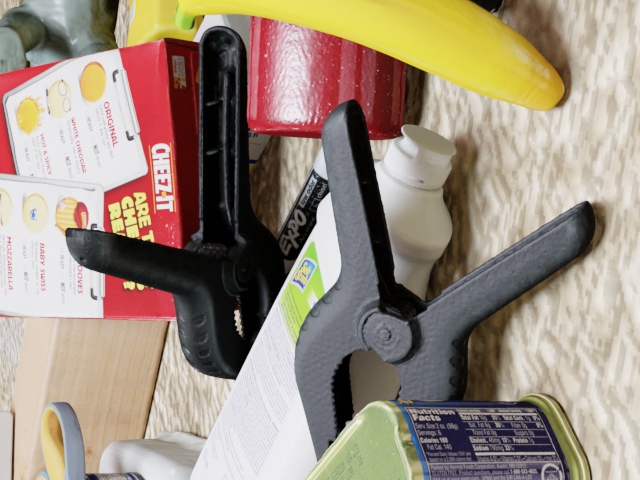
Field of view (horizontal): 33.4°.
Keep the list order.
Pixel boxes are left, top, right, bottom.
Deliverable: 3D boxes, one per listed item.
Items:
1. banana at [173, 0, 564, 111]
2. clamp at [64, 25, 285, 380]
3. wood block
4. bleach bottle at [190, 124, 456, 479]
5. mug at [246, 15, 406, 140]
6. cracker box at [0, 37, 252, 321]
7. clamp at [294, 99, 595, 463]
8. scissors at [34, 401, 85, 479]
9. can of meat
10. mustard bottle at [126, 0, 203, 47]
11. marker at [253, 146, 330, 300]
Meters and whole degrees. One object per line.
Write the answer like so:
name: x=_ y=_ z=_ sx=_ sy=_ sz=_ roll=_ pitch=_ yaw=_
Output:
banana: x=0.010 y=-0.102 z=0.467 sx=0.198 sy=0.069 sz=0.037 roll=19 pitch=82 yaw=23
clamp: x=-0.054 y=0.001 z=0.585 sx=0.036 sy=0.210 sz=0.164 roll=7 pitch=55 yaw=25
wood block: x=-0.188 y=0.105 z=0.854 sx=0.091 sy=0.090 sz=0.206 roll=37 pitch=117 yaw=57
bleach bottle: x=0.007 y=0.061 z=0.543 sx=0.251 sy=0.068 sz=0.103 roll=-66 pitch=32 yaw=26
mug: x=0.004 y=-0.095 z=0.564 sx=0.117 sy=0.093 sz=0.081 roll=-52 pitch=-35 yaw=-86
cracker box: x=-0.148 y=-0.032 z=0.694 sx=0.214 sy=0.071 sz=0.164 roll=-3 pitch=93 yaw=37
clamp: x=0.044 y=0.034 z=0.463 sx=0.120 sy=0.039 sz=0.171 roll=20 pitch=113 yaw=23
scissors: x=-0.149 y=0.185 z=0.646 sx=0.096 sy=0.016 sz=0.202 roll=-66 pitch=34 yaw=31
can of meat: x=0.045 y=0.108 z=0.441 sx=0.102 sy=0.083 sz=0.057 roll=-58 pitch=39 yaw=39
mustard bottle: x=-0.123 y=-0.222 z=0.833 sx=0.096 sy=0.058 sz=0.191 roll=127 pitch=141 yaw=-64
marker: x=-0.014 y=-0.007 z=0.636 sx=0.121 sy=0.020 sz=0.020 roll=-61 pitch=36 yaw=34
